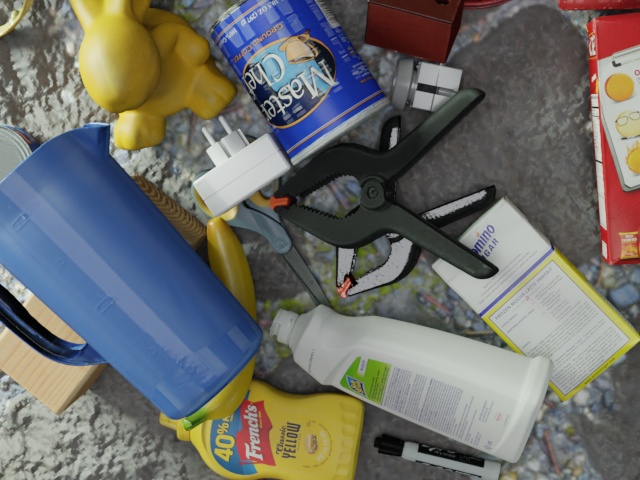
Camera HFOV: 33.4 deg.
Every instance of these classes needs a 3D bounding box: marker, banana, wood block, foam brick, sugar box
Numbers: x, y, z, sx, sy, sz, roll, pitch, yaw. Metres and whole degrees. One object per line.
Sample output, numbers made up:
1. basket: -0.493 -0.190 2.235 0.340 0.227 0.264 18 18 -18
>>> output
1. marker: 0.110 0.206 1.016 0.121 0.020 0.020 13 99 5
2. banana: -0.086 0.080 0.987 0.037 0.069 0.198 -4 74 29
3. wood block: -0.206 0.048 0.999 0.091 0.090 0.206 39 100 0
4. foam brick: 0.083 -0.198 0.935 0.078 0.051 0.053 16 55 8
5. sugar box: 0.195 0.052 0.972 0.093 0.048 0.176 -44 88 13

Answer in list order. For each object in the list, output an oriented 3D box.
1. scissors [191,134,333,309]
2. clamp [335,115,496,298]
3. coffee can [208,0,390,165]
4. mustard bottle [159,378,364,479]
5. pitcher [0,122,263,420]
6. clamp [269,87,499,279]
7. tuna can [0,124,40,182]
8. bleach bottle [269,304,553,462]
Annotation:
1. scissors: -0.057 0.001 1.011 0.096 0.016 0.202 -17 95 11
2. clamp: 0.063 -0.026 0.982 0.171 0.039 0.120 -45 79 8
3. coffee can: -0.018 -0.152 0.941 0.103 0.102 0.140 -33 93 10
4. mustard bottle: -0.058 0.181 1.014 0.191 0.058 0.096 9 88 7
5. pitcher: -0.172 0.036 0.887 0.243 0.149 0.144 47 58 -5
6. clamp: 0.058 -0.033 0.944 0.210 0.036 0.164 -12 84 20
7. tuna can: -0.308 -0.069 1.024 0.086 0.033 0.086 1 98 7
8. bleach bottle: 0.075 0.112 0.968 0.251 0.068 0.103 20 129 11
